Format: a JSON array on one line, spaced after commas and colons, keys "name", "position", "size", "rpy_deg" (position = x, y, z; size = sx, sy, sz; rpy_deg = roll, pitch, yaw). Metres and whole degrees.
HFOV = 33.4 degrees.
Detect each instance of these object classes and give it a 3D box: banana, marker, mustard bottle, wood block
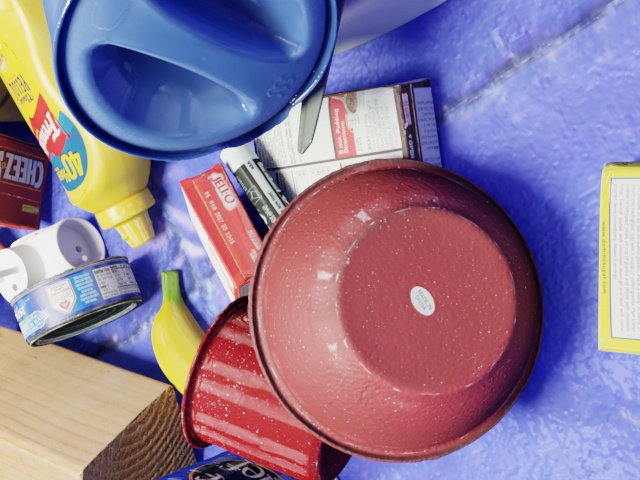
[{"name": "banana", "position": [-0.047, 0.089, 0.688], "size": [0.198, 0.037, 0.070], "rpy_deg": [28, 111, 30]}, {"name": "marker", "position": [-0.019, -0.007, 0.619], "size": [0.020, 0.020, 0.121], "rpy_deg": [-44, 73, 32]}, {"name": "mustard bottle", "position": [-0.165, -0.082, 0.718], "size": [0.096, 0.058, 0.191], "rpy_deg": [-12, 108, 58]}, {"name": "wood block", "position": [-0.197, 0.135, 0.754], "size": [0.206, 0.090, 0.091], "rpy_deg": [13, 130, 34]}]

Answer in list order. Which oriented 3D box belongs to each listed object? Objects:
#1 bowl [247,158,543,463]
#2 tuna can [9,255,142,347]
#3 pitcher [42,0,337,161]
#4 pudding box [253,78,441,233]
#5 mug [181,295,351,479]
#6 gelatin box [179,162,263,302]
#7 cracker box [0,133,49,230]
[{"name": "bowl", "position": [0.047, 0.032, 0.539], "size": [0.055, 0.162, 0.162], "rpy_deg": [144, 110, -77]}, {"name": "tuna can", "position": [-0.168, 0.043, 0.739], "size": [0.086, 0.085, 0.034], "rpy_deg": [-28, 82, 35]}, {"name": "pitcher", "position": [-0.095, -0.171, 0.550], "size": [0.243, 0.144, 0.149], "rpy_deg": [64, 143, 40]}, {"name": "pudding box", "position": [0.015, -0.042, 0.624], "size": [0.114, 0.039, 0.090], "rpy_deg": [-5, 96, 39]}, {"name": "mug", "position": [-0.018, 0.076, 0.598], "size": [0.082, 0.093, 0.117], "rpy_deg": [18, 112, 21]}, {"name": "gelatin box", "position": [-0.054, 0.001, 0.654], "size": [0.030, 0.089, 0.073], "rpy_deg": [-26, 78, -9]}, {"name": "cracker box", "position": [-0.333, -0.059, 0.770], "size": [0.214, 0.164, 0.072], "rpy_deg": [6, 87, 24]}]
